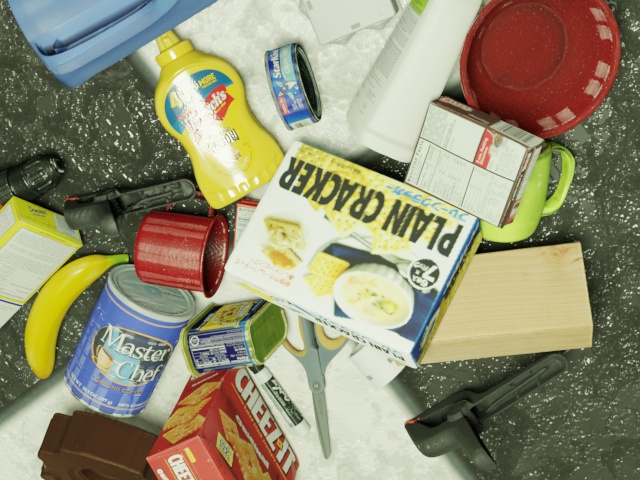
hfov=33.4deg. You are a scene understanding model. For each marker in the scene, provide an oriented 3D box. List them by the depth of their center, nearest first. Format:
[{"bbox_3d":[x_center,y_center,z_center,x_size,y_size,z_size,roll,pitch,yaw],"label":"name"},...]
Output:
[{"bbox_3d":[-0.053,0.176,1.238,0.020,0.020,0.121,-32,100,17],"label":"marker"}]

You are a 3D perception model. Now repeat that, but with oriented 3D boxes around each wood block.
[{"bbox_3d":[0.172,0.069,1.114,0.206,0.090,0.091,-7,68,11],"label":"wood block"}]

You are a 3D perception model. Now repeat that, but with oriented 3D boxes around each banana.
[{"bbox_3d":[-0.298,0.083,1.231,0.069,0.037,0.198,29,113,-25],"label":"banana"}]

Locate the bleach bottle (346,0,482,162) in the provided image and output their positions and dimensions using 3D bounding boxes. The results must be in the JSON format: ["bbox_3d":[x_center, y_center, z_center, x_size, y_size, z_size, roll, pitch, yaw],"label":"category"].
[{"bbox_3d":[0.112,-0.208,1.046,0.068,0.102,0.251,20,111,-20],"label":"bleach bottle"}]

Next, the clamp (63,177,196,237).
[{"bbox_3d":[-0.215,-0.039,1.155,0.172,0.120,0.039,10,115,53],"label":"clamp"}]

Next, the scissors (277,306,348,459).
[{"bbox_3d":[0.011,0.152,1.221,0.096,0.016,0.202,-19,103,16],"label":"scissors"}]

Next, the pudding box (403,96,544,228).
[{"bbox_3d":[0.145,-0.075,1.024,0.114,0.039,0.090,29,119,24],"label":"pudding box"}]

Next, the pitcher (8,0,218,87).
[{"bbox_3d":[-0.178,-0.256,1.052,0.243,0.145,0.149,-26,81,9],"label":"pitcher"}]

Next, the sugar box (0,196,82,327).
[{"bbox_3d":[-0.361,0.033,1.206,0.176,0.048,0.093,-40,142,19],"label":"sugar box"}]

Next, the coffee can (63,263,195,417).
[{"bbox_3d":[-0.215,0.112,1.200,0.103,0.102,0.140,28,110,0],"label":"coffee can"}]

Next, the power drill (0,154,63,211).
[{"bbox_3d":[-0.398,-0.079,1.148,0.184,0.057,0.187,-27,137,14],"label":"power drill"}]

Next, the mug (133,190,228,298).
[{"bbox_3d":[-0.150,0.000,1.169,0.081,0.093,0.117,8,78,11],"label":"mug"}]

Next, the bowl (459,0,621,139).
[{"bbox_3d":[0.209,-0.183,1.049,0.162,0.055,0.162,-3,116,-7],"label":"bowl"}]

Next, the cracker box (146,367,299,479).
[{"bbox_3d":[-0.098,0.242,1.163,0.072,0.213,0.164,-24,102,14],"label":"cracker box"}]

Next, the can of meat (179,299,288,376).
[{"bbox_3d":[-0.093,0.103,1.171,0.084,0.102,0.057,-10,105,23],"label":"can of meat"}]

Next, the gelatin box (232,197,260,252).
[{"bbox_3d":[-0.058,0.001,1.178,0.073,0.030,0.089,9,107,7],"label":"gelatin box"}]

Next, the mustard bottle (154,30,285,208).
[{"bbox_3d":[-0.119,-0.137,1.128,0.096,0.058,0.191,-29,100,1],"label":"mustard bottle"}]

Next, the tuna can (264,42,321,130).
[{"bbox_3d":[-0.027,-0.158,1.093,0.034,0.086,0.086,-15,104,12],"label":"tuna can"}]

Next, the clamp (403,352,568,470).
[{"bbox_3d":[0.167,0.186,1.149,0.036,0.164,0.210,52,153,-7],"label":"clamp"}]
